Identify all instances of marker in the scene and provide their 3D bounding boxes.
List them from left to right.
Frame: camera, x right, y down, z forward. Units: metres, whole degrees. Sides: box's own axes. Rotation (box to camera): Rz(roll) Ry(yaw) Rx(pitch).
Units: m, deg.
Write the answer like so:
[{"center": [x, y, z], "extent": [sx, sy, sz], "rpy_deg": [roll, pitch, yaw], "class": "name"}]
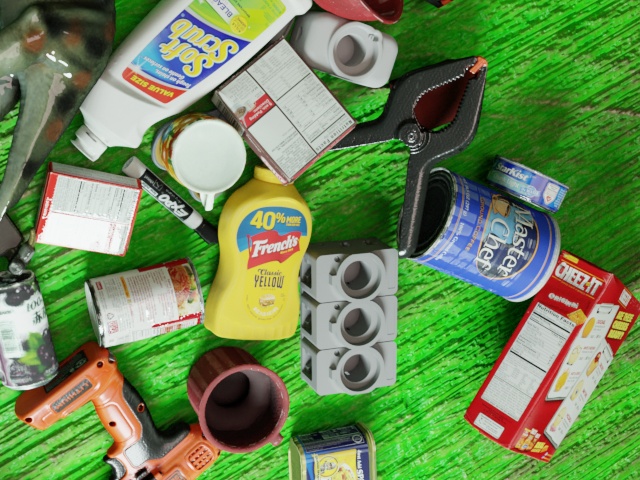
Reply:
[{"center": [-0.143, -0.037, 1.043], "extent": [0.121, 0.020, 0.020], "rpy_deg": [43, 86, -24], "class": "marker"}]

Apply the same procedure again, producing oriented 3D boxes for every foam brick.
[{"center": [0.118, -0.150, 1.098], "extent": [0.078, 0.053, 0.051], "rpy_deg": [-22, 110, -14], "class": "foam brick"}]

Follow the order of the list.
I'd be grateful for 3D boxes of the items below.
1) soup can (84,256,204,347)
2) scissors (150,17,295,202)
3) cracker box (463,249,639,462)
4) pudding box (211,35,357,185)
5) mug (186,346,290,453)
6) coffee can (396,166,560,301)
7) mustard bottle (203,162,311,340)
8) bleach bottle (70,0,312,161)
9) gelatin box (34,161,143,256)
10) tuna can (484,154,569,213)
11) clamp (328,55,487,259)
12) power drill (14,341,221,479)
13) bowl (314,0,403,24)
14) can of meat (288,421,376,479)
[{"center": [-0.170, 0.060, 1.031], "extent": [0.102, 0.069, 0.068], "rpy_deg": [-13, 107, -17], "class": "soup can"}, {"center": [-0.099, -0.137, 1.037], "extent": [0.096, 0.016, 0.202], "rpy_deg": [17, 97, -24], "class": "scissors"}, {"center": [0.258, 0.132, 1.175], "extent": [0.214, 0.072, 0.164], "rpy_deg": [-59, 149, 0], "class": "cracker box"}, {"center": [-0.034, -0.123, 1.018], "extent": [0.090, 0.039, 0.113], "rpy_deg": [-41, 94, -11], "class": "pudding box"}, {"center": [-0.080, 0.164, 1.083], "extent": [0.093, 0.082, 0.117], "rpy_deg": [-46, 114, -5], "class": "mug"}, {"center": [0.166, -0.005, 1.124], "extent": [0.140, 0.103, 0.103], "rpy_deg": [22, 95, -24], "class": "coffee can"}, {"center": [-0.057, 0.001, 1.065], "extent": [0.096, 0.058, 0.192], "rpy_deg": [4, 101, -30], "class": "mustard bottle"}, {"center": [-0.129, -0.168, 0.994], "extent": [0.251, 0.068, 0.102], "rpy_deg": [-47, 114, -2], "class": "bleach bottle"}, {"center": [-0.218, -0.029, 1.002], "extent": [0.089, 0.030, 0.073], "rpy_deg": [10, 113, -21], "class": "gelatin box"}, {"center": [0.220, -0.060, 1.141], "extent": [0.086, 0.086, 0.034], "rpy_deg": [21, 97, -24], "class": "tuna can"}, {"center": [0.094, -0.094, 1.054], "extent": [0.210, 0.036, 0.164], "rpy_deg": [-40, 96, 14], "class": "clamp"}, {"center": [-0.215, 0.208, 1.058], "extent": [0.184, 0.057, 0.187], "rpy_deg": [-41, 116, -11], "class": "power drill"}, {"center": [0.015, -0.268, 0.998], "extent": [0.055, 0.162, 0.162], "rpy_deg": [-20, 116, 27], "class": "bowl"}, {"center": [0.013, 0.255, 1.156], "extent": [0.083, 0.057, 0.102], "rpy_deg": [-7, 105, -17], "class": "can of meat"}]
